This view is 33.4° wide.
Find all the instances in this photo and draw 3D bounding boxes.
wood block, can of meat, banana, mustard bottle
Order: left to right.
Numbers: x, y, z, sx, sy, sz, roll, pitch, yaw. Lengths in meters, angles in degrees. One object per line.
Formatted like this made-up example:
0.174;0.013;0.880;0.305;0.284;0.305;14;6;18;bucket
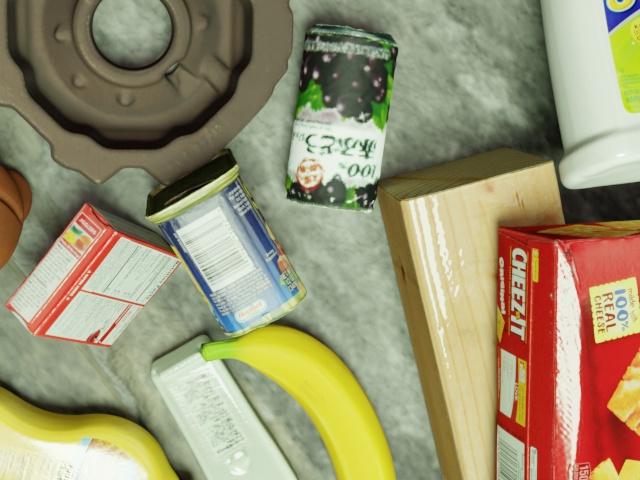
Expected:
-0.150;0.149;0.644;0.191;0.058;0.096;17;96;-8;mustard bottle
-0.054;0.001;0.611;0.057;0.102;0.084;-30;104;-1;can of meat
0.004;0.121;0.669;0.069;0.037;0.197;-36;105;-6;banana
0.104;0.058;0.644;0.090;0.091;0.206;-15;101;-4;wood block

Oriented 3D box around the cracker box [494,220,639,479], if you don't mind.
0.205;0.070;0.583;0.213;0.072;0.164;-3;98;-16;cracker box

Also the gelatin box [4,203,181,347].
-0.127;0.022;0.613;0.030;0.089;0.073;41;94;20;gelatin box
